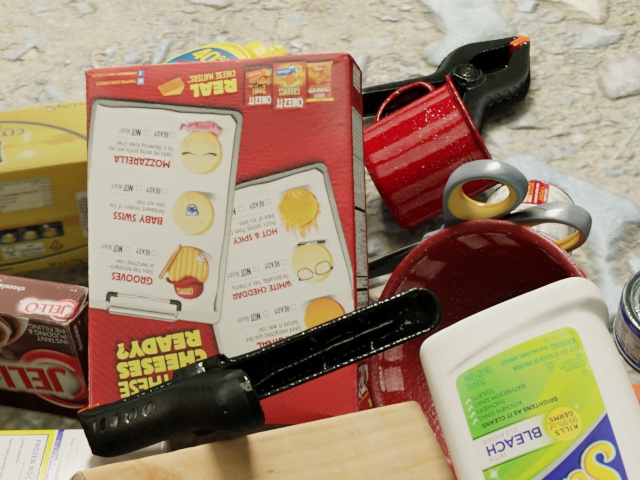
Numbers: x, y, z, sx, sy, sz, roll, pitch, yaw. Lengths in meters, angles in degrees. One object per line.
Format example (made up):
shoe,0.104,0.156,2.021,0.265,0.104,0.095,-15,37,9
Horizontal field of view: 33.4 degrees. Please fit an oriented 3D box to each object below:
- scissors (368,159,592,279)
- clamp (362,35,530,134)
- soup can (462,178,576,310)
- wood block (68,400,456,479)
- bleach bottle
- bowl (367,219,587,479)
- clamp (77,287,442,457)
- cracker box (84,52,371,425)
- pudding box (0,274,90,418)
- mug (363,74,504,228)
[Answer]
scissors,0.069,-0.008,0.670,0.202,0.096,0.016,-8,50,39
clamp,0.111,-0.128,0.896,0.120,0.039,0.171,30,50,21
soup can,0.137,0.014,0.722,0.068,0.068,0.102,8,44,12
wood block,-0.030,0.146,0.495,0.205,0.091,0.090,-2,60,-46
bleach bottle,0.130,0.147,0.493,0.102,0.068,0.251,-24,60,10
bowl,0.106,0.071,0.635,0.055,0.162,0.162,13,23,-50
clamp,-0.047,0.075,0.551,0.164,0.036,0.210,-18,-3,-46
cracker box,-0.054,0.001,0.647,0.164,0.214,0.072,-2,-2,12
pudding box,-0.194,0.065,0.672,0.113,0.090,0.039,9,42,14
mug,0.075,-0.070,0.785,0.081,0.093,0.117,-28,54,10
